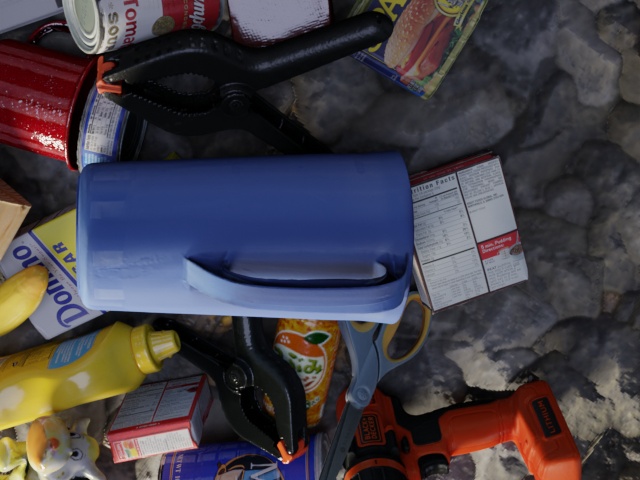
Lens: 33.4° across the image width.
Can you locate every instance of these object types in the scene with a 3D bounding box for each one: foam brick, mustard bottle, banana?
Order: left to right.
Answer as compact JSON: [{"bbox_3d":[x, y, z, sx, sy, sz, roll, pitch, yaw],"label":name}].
[{"bbox_3d":[-0.301,0.057,0.891,0.198,0.037,0.069,-3,119,25],"label":"banana"},{"bbox_3d":[-0.209,0.110,0.897,0.192,0.096,0.058,-18,101,8],"label":"mustard bottle"},{"bbox_3d":[-0.029,-0.178,0.820,0.078,0.053,0.051,-7,107,6],"label":"foam brick"}]

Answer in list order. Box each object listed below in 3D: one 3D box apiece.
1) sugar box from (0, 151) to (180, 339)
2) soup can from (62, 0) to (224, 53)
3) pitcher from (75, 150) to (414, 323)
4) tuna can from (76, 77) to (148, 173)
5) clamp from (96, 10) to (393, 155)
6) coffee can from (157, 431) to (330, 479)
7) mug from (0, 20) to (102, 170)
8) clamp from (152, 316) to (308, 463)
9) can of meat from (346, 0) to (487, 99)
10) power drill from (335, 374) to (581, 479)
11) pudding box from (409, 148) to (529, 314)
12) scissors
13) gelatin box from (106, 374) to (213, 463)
[{"bbox_3d":[-0.176,0.006,0.890,0.176,0.048,0.093,-26,104,10],"label":"sugar box"},{"bbox_3d":[-0.132,-0.180,0.792,0.102,0.069,0.068,-18,110,-30],"label":"soup can"},{"bbox_3d":[-0.055,0.001,0.787,0.242,0.149,0.145,0,71,-10],"label":"pitcher"},{"bbox_3d":[-0.161,-0.089,0.837,0.034,0.086,0.086,14,108,1],"label":"tuna can"},{"bbox_3d":[-0.056,-0.119,0.787,0.209,0.036,0.165,9,139,-19],"label":"clamp"},{"bbox_3d":[-0.060,0.223,0.921,0.140,0.102,0.103,-6,107,5],"label":"coffee can"},{"bbox_3d":[-0.215,-0.120,0.837,0.081,0.093,0.117,15,77,3],"label":"mug"},{"bbox_3d":[-0.058,0.098,0.877,0.171,0.039,0.120,49,127,12],"label":"clamp"},{"bbox_3d":[0.069,-0.170,0.815,0.084,0.057,0.102,29,107,-8],"label":"can of meat"},{"bbox_3d":[0.110,0.180,0.866,0.187,0.184,0.057,-5,126,-4],"label":"power drill"},{"bbox_3d":[0.113,-0.007,0.865,0.090,0.039,0.113,-18,104,-3],"label":"pudding box"},{"bbox_3d":[0.021,0.106,0.857,0.096,0.016,0.201,45,61,-11],"label":"scissors"},{"bbox_3d":[-0.135,0.151,0.910,0.073,0.089,0.030,-11,108,7],"label":"gelatin box"}]
